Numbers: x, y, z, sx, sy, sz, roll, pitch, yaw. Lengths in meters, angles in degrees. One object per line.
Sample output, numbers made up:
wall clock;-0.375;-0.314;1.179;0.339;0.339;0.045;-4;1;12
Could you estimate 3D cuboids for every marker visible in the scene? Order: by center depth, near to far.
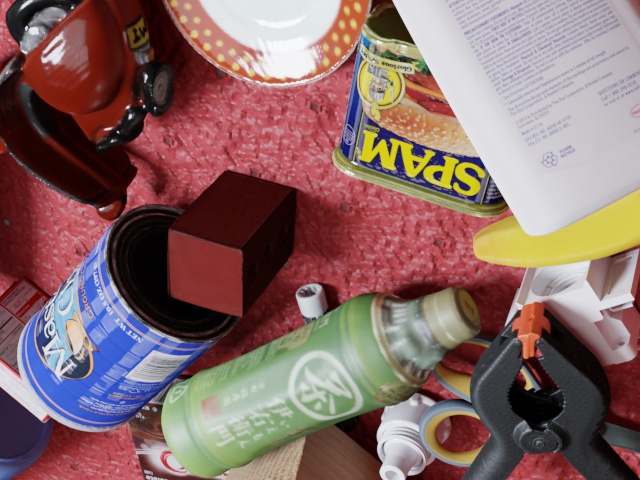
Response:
marker;0.006;0.084;0.732;0.020;0.020;0.121;0;123;26

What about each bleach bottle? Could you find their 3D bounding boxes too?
bleach bottle;0.079;-0.133;0.486;0.102;0.068;0.251;-28;89;-1

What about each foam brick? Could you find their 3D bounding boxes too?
foam brick;-0.054;0.001;0.665;0.051;0.078;0.053;17;129;16

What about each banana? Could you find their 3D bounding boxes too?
banana;0.167;-0.033;0.555;0.069;0.037;0.198;41;127;-7

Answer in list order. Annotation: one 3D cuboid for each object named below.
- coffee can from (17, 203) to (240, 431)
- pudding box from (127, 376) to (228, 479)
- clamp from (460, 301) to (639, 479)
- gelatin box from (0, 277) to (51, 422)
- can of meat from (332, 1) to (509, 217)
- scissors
coffee can;-0.130;0.055;0.724;0.103;0.102;0.141;42;130;-7
pudding box;-0.088;0.150;0.813;0.114;0.039;0.090;7;125;22
clamp;0.122;0.112;0.632;0.120;0.039;0.171;-13;121;17
gelatin box;-0.217;0.081;0.805;0.089;0.073;0.030;40;130;-5
can of meat;0.064;-0.071;0.570;0.102;0.057;0.084;19;126;12
scissors;0.150;0.130;0.678;0.202;0.016;0.096;31;105;3
